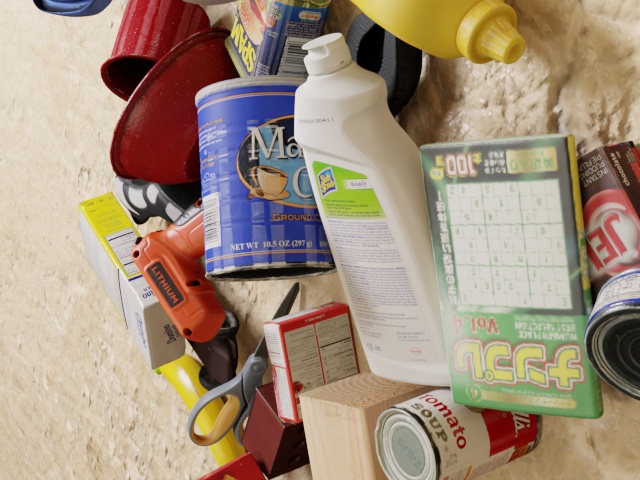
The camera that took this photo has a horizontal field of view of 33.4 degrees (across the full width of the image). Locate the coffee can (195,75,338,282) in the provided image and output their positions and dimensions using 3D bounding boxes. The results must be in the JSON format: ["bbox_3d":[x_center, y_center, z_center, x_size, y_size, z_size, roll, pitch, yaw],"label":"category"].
[{"bbox_3d":[-0.040,-0.043,0.809,0.103,0.102,0.140,-14,78,55],"label":"coffee can"}]

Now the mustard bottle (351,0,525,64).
[{"bbox_3d":[0.064,-0.170,0.705,0.192,0.096,0.058,45,136,36],"label":"mustard bottle"}]

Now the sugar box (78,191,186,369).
[{"bbox_3d":[-0.193,0.039,1.092,0.176,0.048,0.093,48,150,37],"label":"sugar box"}]

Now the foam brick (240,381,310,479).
[{"bbox_3d":[-0.034,0.174,0.999,0.051,0.052,0.078,47,137,35],"label":"foam brick"}]

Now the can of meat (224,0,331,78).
[{"bbox_3d":[-0.034,-0.176,0.859,0.102,0.057,0.084,-116,35,-48],"label":"can of meat"}]

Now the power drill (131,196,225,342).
[{"bbox_3d":[-0.056,0.001,0.901,0.188,0.057,0.184,-41,70,15],"label":"power drill"}]

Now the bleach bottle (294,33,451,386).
[{"bbox_3d":[0.046,-0.021,0.743,0.103,0.068,0.251,0,118,41],"label":"bleach bottle"}]

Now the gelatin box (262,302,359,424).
[{"bbox_3d":[-0.006,0.105,0.918,0.030,0.073,0.089,1,103,55],"label":"gelatin box"}]

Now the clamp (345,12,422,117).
[{"bbox_3d":[0.041,-0.105,0.810,0.120,0.039,0.172,58,145,23],"label":"clamp"}]

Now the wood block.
[{"bbox_3d":[0.058,0.215,0.852,0.090,0.090,0.206,0,102,55],"label":"wood block"}]

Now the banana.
[{"bbox_3d":[-0.124,0.182,1.145,0.198,0.037,0.070,50,157,34],"label":"banana"}]

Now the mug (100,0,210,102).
[{"bbox_3d":[-0.144,-0.172,0.998,0.093,0.117,0.081,-2,63,25],"label":"mug"}]

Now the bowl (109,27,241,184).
[{"bbox_3d":[-0.108,-0.104,0.933,0.055,0.161,0.162,38,134,14],"label":"bowl"}]

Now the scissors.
[{"bbox_3d":[-0.050,0.132,1.023,0.202,0.096,0.016,-49,29,18],"label":"scissors"}]

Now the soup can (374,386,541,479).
[{"bbox_3d":[0.097,0.136,0.760,0.069,0.102,0.068,23,120,49],"label":"soup can"}]
